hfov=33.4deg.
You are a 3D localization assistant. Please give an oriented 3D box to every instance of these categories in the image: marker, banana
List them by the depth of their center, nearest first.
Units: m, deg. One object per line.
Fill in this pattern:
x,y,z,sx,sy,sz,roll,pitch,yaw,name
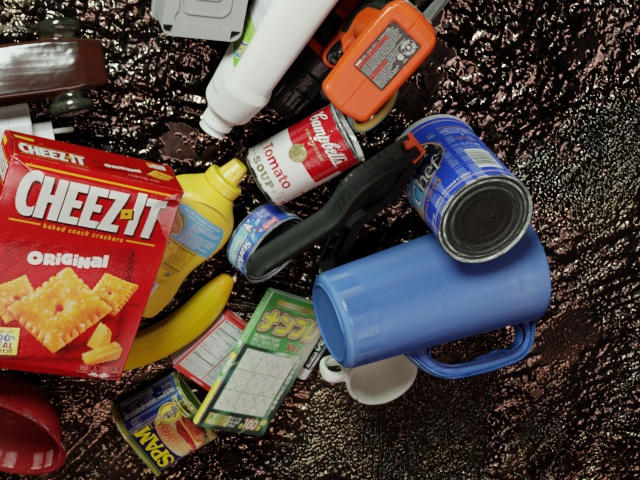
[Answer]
-0.180,0.099,1.165,0.197,0.037,0.069,-21,127,-6,banana
0.006,0.112,1.253,0.020,0.020,0.121,21,113,-30,marker

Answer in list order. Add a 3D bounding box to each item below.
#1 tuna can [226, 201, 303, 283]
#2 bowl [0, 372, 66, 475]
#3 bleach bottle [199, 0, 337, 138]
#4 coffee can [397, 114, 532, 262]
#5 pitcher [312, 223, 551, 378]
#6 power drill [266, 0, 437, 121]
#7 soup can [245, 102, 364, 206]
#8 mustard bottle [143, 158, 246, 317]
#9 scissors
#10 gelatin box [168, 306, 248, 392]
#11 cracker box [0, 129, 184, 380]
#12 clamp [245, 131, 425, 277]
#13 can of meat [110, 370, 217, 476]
-0.057,0.001,1.125,0.086,0.034,0.086,-38,153,-23,tuna can
-0.338,0.185,1.128,0.162,0.055,0.162,9,142,7,bowl
-0.039,-0.204,0.994,0.068,0.102,0.251,26,117,-21,bleach bottle
0.144,-0.056,1.117,0.102,0.140,0.103,-9,124,-14,coffee can
0.122,0.066,1.173,0.242,0.149,0.145,-17,140,-16,pitcher
0.024,-0.169,0.974,0.057,0.188,0.184,36,101,-22,power drill
-0.016,-0.086,1.077,0.102,0.068,0.068,-27,127,11,soup can
-0.146,-0.011,1.093,0.192,0.058,0.096,-44,127,11,mustard bottle
0.068,-0.202,1.073,0.096,0.016,0.202,16,115,-28,scissors
-0.115,0.124,1.210,0.089,0.030,0.073,-44,125,7,gelatin box
-0.239,0.021,1.002,0.164,0.072,0.214,12,111,-28,cracker box
0.023,-0.029,1.095,0.210,0.036,0.164,-48,158,28,clamp
-0.178,0.209,1.227,0.084,0.057,0.102,-31,127,-3,can of meat
